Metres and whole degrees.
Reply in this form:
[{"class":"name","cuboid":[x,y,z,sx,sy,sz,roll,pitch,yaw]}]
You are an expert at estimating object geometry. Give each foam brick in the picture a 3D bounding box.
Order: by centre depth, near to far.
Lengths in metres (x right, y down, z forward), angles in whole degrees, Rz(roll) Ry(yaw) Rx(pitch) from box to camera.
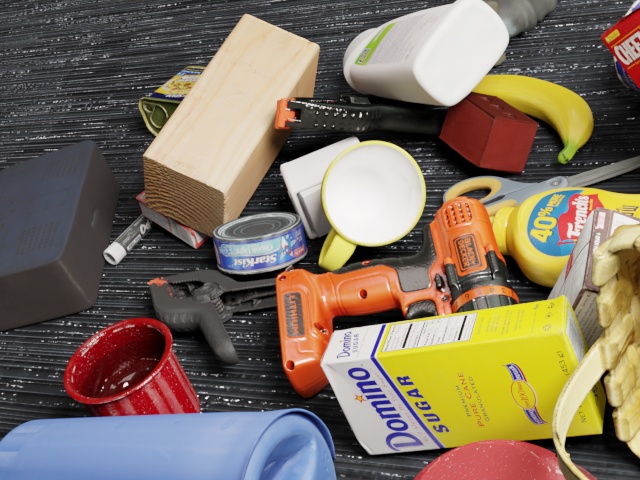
[{"class":"foam brick","cuboid":[0.158,-0.103,1.007,0.052,0.051,0.078,5,24,-29]}]

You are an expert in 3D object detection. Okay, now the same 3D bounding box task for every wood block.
[{"class":"wood block","cuboid":[-0.087,-0.115,1.071,0.090,0.091,0.206,25,59,9]}]

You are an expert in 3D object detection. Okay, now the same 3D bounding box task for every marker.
[{"class":"marker","cuboid":[-0.184,-0.020,1.130,0.020,0.020,0.121,9,46,37]}]

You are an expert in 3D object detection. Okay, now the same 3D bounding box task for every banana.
[{"class":"banana","cuboid":[0.207,-0.132,1.041,0.069,0.037,0.198,-18,31,-18]}]

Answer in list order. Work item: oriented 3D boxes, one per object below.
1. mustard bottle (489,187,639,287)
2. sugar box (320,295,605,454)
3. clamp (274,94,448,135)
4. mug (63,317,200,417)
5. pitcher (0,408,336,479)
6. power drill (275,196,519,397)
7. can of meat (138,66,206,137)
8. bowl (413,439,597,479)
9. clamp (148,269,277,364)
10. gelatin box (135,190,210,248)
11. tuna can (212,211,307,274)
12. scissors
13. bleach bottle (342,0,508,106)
[{"class":"mustard bottle","cuboid":[0.214,-0.002,0.854,0.192,0.058,0.096,6,48,35]},{"class":"sugar box","cuboid":[0.097,0.097,0.739,0.176,0.093,0.048,-13,29,25]},{"class":"clamp","cuboid":[0.042,-0.123,1.051,0.165,0.036,0.209,13,13,36]},{"class":"mug","cuboid":[-0.153,0.118,0.876,0.093,0.081,0.117,-30,36,-10]},{"class":"pitcher","cuboid":[-0.120,0.182,0.729,0.243,0.149,0.145,-4,51,30]},{"class":"power drill","cuboid":[0.062,0.063,0.842,0.188,0.057,0.184,-16,48,10]},{"class":"can of meat","cuboid":[-0.151,-0.164,1.269,0.102,0.057,0.083,12,45,38]},{"class":"bowl","cuboid":[0.108,0.180,0.675,0.162,0.055,0.162,-14,36,11]},{"class":"clamp","cuboid":[-0.086,0.054,0.962,0.120,0.039,0.172,-27,30,-32]},{"class":"gelatin box","cuboid":[-0.135,-0.040,1.104,0.089,0.030,0.073,30,59,32]},{"class":"tuna can","cuboid":[-0.057,0.001,0.994,0.086,0.034,0.086,-9,17,2]},{"class":"scissors","cuboid":[0.197,-0.053,0.967,0.201,0.016,0.096,-26,35,-6]},{"class":"bleach bottle","cuboid":[0.087,-0.191,1.082,0.102,0.068,0.251,-50,21,-5]}]
